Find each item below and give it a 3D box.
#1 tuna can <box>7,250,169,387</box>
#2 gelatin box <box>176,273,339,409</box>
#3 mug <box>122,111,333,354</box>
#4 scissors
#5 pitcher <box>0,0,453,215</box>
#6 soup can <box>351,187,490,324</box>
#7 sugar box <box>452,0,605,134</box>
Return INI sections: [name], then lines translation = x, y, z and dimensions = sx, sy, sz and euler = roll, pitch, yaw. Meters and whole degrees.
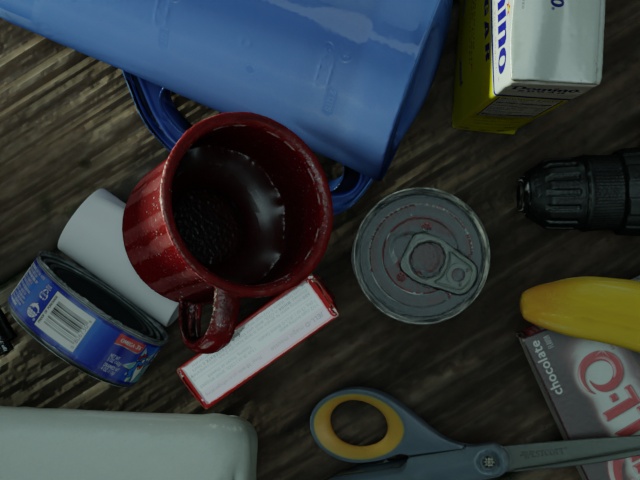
[tuna can]
translation = -0.128, 0.044, 0.588
dimensions = 0.086, 0.086, 0.034
euler = 36, 91, 2
[gelatin box]
translation = -0.032, 0.053, 0.591
dimensions = 0.089, 0.073, 0.030
euler = -36, 88, 0
[mug]
translation = -0.054, 0.001, 0.551
dimensions = 0.093, 0.082, 0.117
euler = 10, 75, -27
[scissors]
translation = 0.080, 0.106, 0.594
dimensions = 0.202, 0.016, 0.096
euler = -25, 84, 14
[pitcher]
translation = -0.054, -0.123, 0.578
dimensions = 0.243, 0.145, 0.149
euler = 20, 75, 6
[soup can]
translation = 0.051, 0.009, 0.575
dimensions = 0.068, 0.102, 0.068
euler = 0, 88, 2
[sugar box]
translation = 0.100, -0.110, 0.540
dimensions = 0.048, 0.176, 0.093
euler = 3, 88, 1
